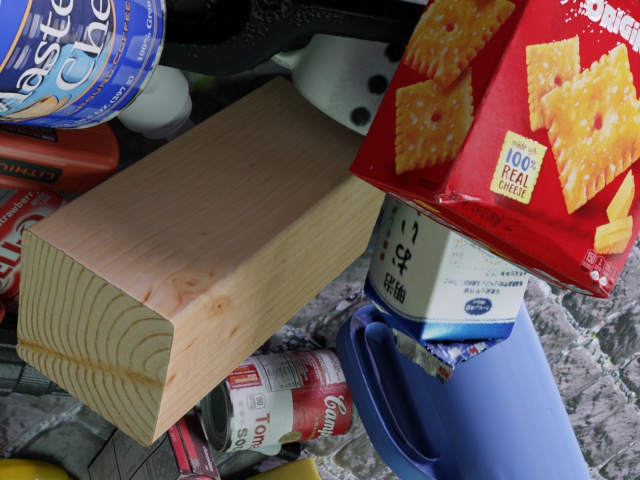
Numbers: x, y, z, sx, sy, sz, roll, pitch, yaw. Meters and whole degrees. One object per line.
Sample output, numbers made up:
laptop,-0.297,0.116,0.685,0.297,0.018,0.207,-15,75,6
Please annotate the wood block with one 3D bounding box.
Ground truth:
wood block,-0.054,0.001,0.572,0.205,0.091,0.090,-41,155,-45

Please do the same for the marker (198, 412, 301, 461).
marker,-0.059,0.161,0.867,0.020,0.020,0.120,-45,136,19

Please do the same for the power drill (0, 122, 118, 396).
power drill,-0.178,0.011,0.573,0.184,0.057,0.188,12,123,-35

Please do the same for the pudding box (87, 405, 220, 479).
pudding box,-0.125,0.173,0.789,0.039,0.090,0.114,16,124,-37

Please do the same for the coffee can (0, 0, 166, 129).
coffee can,-0.141,-0.100,0.444,0.103,0.103,0.140,-42,170,17

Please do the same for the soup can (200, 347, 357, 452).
soup can,-0.032,0.119,0.802,0.102,0.068,0.069,-4,134,-24

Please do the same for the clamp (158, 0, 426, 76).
clamp,-0.022,-0.134,0.511,0.171,0.039,0.120,-12,123,-1

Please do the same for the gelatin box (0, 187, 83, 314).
gelatin box,-0.176,0.001,0.629,0.089,0.030,0.073,-40,137,13

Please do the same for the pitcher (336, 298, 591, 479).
pitcher,0.113,0.145,0.771,0.149,0.243,0.145,-19,143,2

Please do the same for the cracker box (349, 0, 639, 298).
cracker box,0.129,-0.093,0.540,0.164,0.072,0.214,26,89,-43
